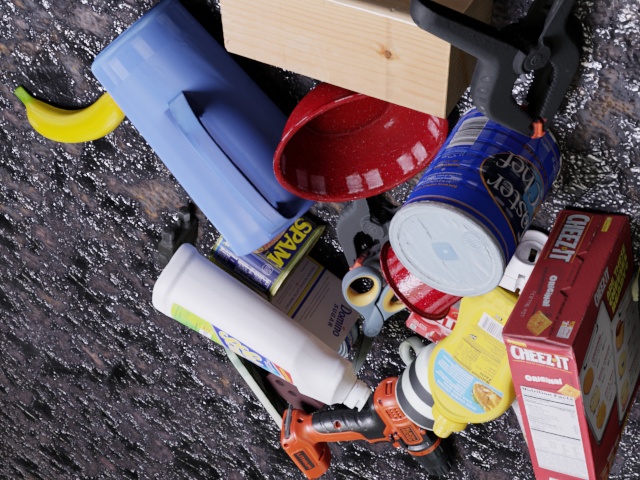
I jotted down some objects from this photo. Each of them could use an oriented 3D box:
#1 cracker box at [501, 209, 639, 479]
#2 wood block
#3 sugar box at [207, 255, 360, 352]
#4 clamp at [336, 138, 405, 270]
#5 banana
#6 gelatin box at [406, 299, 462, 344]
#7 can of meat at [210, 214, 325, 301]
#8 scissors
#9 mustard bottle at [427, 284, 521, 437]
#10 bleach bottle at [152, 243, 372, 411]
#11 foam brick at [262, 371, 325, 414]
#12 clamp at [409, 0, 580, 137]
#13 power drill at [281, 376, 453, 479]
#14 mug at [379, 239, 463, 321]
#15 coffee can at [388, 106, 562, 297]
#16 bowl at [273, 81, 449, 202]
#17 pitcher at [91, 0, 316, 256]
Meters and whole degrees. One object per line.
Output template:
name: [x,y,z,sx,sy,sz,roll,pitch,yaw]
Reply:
cracker box: [0.236,0.104,0.976,0.072,0.164,0.213,8,137,30]
wood block: [0.028,-0.186,0.876,0.206,0.090,0.091,21,142,20]
sugar box: [-0.042,0.054,1.209,0.176,0.093,0.048,40,145,-5]
clamp: [0.069,-0.021,1.079,0.120,0.039,0.171,28,144,16]
banana: [-0.279,-0.144,1.224,0.198,0.037,0.069,4,135,37]
gelatin box: [0.144,0.087,1.147,0.089,0.030,0.073,31,144,6]
can of meat: [-0.058,0.001,1.155,0.084,0.102,0.058,35,146,3]
scissors: [0.042,0.086,1.158,0.096,0.016,0.202,14,135,-24]
mustard bottle: [0.162,0.128,1.090,0.096,0.058,0.192,36,121,20]
bleach bottle: [-0.057,0.102,1.137,0.251,0.068,0.103,32,160,2]
foam brick: [-0.024,0.180,1.377,0.078,0.051,0.053,41,145,-8]
clamp: [0.144,-0.145,0.803,0.036,0.164,0.210,58,168,34]
power drill: [0.059,0.248,1.338,0.188,0.057,0.184,-16,130,20]
mug: [0.124,0.015,1.016,0.082,0.117,0.093,-40,73,34]
coffee can: [0.135,-0.036,0.916,0.103,0.140,0.103,22,143,18]
bowl: [0.031,-0.102,0.960,0.162,0.055,0.162,-12,150,-7]
pitcher: [-0.105,-0.110,1.035,0.242,0.144,0.149,49,146,-14]
